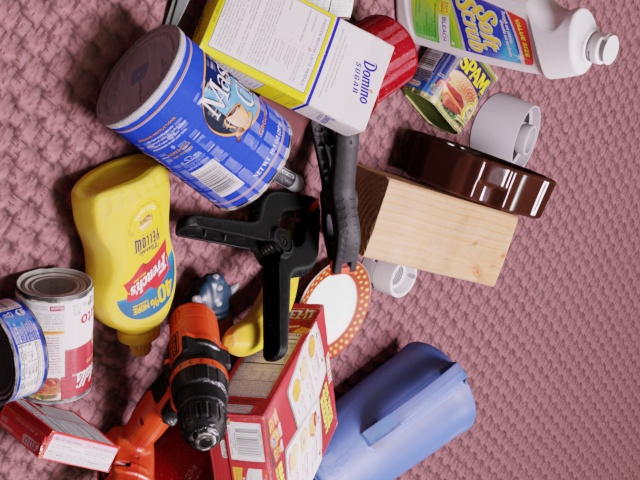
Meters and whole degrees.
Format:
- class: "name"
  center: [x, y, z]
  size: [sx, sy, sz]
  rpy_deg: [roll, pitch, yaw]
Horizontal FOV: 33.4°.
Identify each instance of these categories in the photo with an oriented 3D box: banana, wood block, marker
- class: "banana"
  center: [-0.059, 0.067, 1.106]
  size: [0.197, 0.037, 0.069]
  rpy_deg: [-66, 143, -51]
- class: "wood block"
  center: [0.116, -0.018, 1.225]
  size: [0.205, 0.091, 0.090]
  rpy_deg: [13, 99, -36]
- class: "marker"
  center: [-0.059, -0.077, 1.091]
  size: [0.121, 0.020, 0.020]
  rpy_deg: [26, 89, -51]

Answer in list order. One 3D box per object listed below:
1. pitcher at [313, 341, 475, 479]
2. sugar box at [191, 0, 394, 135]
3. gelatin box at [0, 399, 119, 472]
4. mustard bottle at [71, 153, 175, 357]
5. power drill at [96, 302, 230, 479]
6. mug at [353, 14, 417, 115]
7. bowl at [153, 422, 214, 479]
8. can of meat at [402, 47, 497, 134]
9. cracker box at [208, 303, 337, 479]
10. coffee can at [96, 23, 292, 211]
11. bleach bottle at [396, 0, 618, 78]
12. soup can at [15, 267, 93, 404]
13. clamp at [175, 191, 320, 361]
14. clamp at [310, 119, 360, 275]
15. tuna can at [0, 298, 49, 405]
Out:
- class: "pitcher"
  center: [0.070, 0.232, 1.304]
  size: [0.242, 0.145, 0.149]
  rpy_deg: [-30, 126, -32]
- class: "sugar box"
  center: [-0.026, -0.174, 0.986]
  size: [0.176, 0.048, 0.093]
  rpy_deg: [25, 78, -23]
- class: "gelatin box"
  center: [-0.239, 0.178, 0.974]
  size: [0.089, 0.073, 0.030]
  rpy_deg: [29, 87, -51]
- class: "mustard bottle"
  center: [-0.174, 0.024, 0.980]
  size: [0.096, 0.058, 0.192]
  rpy_deg: [-38, 136, -48]
- class: "power drill"
  center: [-0.144, 0.172, 0.990]
  size: [0.057, 0.184, 0.188]
  rpy_deg: [25, 114, -22]
- class: "mug"
  center: [0.045, -0.174, 1.111]
  size: [0.081, 0.093, 0.117]
  rpy_deg: [-39, 152, -36]
- class: "bowl"
  center: [-0.123, 0.254, 1.160]
  size: [0.161, 0.055, 0.162]
  rpy_deg: [-24, 125, -40]
- class: "can of meat"
  center: [0.149, -0.183, 1.243]
  size: [0.084, 0.058, 0.102]
  rpy_deg: [-57, 140, -6]
- class: "cracker box"
  center: [-0.048, 0.188, 1.124]
  size: [0.213, 0.072, 0.164]
  rpy_deg: [-59, 148, -58]
- class: "coffee can"
  center: [-0.108, -0.105, 0.929]
  size: [0.140, 0.103, 0.103]
  rpy_deg: [38, 79, -35]
- class: "bleach bottle"
  center: [0.193, -0.232, 1.111]
  size: [0.068, 0.251, 0.102]
  rpy_deg: [-29, 129, -36]
- class: "soup can"
  center: [-0.234, 0.082, 0.935]
  size: [0.068, 0.069, 0.102]
  rpy_deg: [-16, 121, -43]
- class: "clamp"
  center: [-0.057, 0.001, 1.074]
  size: [0.164, 0.036, 0.209]
  rpy_deg: [52, 36, -17]
- class: "clamp"
  center: [0.020, -0.047, 1.092]
  size: [0.039, 0.120, 0.171]
  rpy_deg: [-9, 96, -7]
- class: "tuna can"
  center: [-0.264, 0.092, 0.893]
  size: [0.033, 0.086, 0.086]
  rpy_deg: [-16, 120, -45]
